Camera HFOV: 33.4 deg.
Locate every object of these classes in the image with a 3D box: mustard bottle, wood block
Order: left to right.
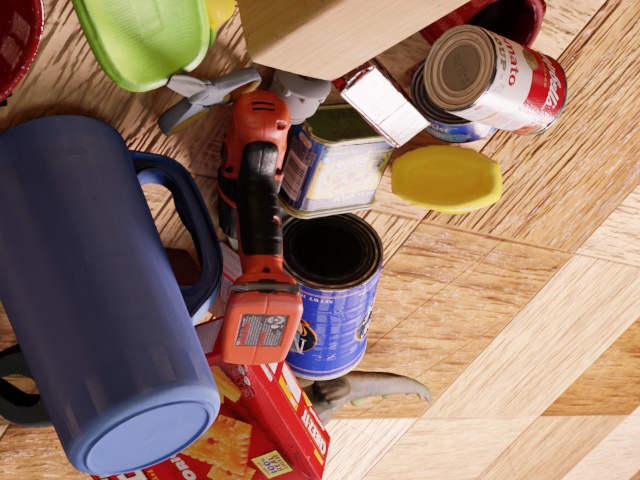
[{"bbox_3d":[0.044,-0.195,0.708,0.207,0.091,0.090,-25,160,39],"label":"wood block"},{"bbox_3d":[0.126,-0.055,1.026,0.096,0.058,0.191,0,180,11],"label":"mustard bottle"}]

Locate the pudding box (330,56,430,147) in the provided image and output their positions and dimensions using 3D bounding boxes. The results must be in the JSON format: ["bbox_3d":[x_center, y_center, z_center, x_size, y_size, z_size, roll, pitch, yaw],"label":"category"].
[{"bbox_3d":[0.032,-0.133,0.855,0.039,0.090,0.113,-39,148,9],"label":"pudding box"}]

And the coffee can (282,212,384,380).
[{"bbox_3d":[0.002,0.053,1.025,0.102,0.103,0.140,-19,143,-22],"label":"coffee can"}]

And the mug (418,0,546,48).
[{"bbox_3d":[0.131,-0.191,0.875,0.117,0.081,0.093,-19,144,-22],"label":"mug"}]

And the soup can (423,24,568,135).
[{"bbox_3d":[0.136,-0.123,0.826,0.102,0.068,0.069,9,128,-46],"label":"soup can"}]

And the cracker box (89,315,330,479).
[{"bbox_3d":[-0.122,0.171,0.989,0.214,0.072,0.164,-19,115,20],"label":"cracker box"}]

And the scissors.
[{"bbox_3d":[-0.100,-0.098,0.768,0.096,0.016,0.201,-30,-179,21],"label":"scissors"}]

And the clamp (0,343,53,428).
[{"bbox_3d":[-0.224,0.141,0.933,0.039,0.171,0.120,-51,143,-73],"label":"clamp"}]

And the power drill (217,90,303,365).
[{"bbox_3d":[-0.056,0.001,0.859,0.057,0.187,0.184,0,149,-10],"label":"power drill"}]

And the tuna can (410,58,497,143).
[{"bbox_3d":[0.124,-0.129,0.946,0.086,0.086,0.033,-32,149,-5],"label":"tuna can"}]

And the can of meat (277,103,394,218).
[{"bbox_3d":[0.014,-0.073,0.948,0.101,0.057,0.084,-10,137,-34],"label":"can of meat"}]

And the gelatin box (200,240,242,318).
[{"bbox_3d":[-0.074,0.054,0.999,0.030,0.089,0.073,-37,152,-33],"label":"gelatin box"}]

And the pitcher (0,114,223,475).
[{"bbox_3d":[-0.153,0.035,0.765,0.149,0.243,0.144,-37,150,15],"label":"pitcher"}]
